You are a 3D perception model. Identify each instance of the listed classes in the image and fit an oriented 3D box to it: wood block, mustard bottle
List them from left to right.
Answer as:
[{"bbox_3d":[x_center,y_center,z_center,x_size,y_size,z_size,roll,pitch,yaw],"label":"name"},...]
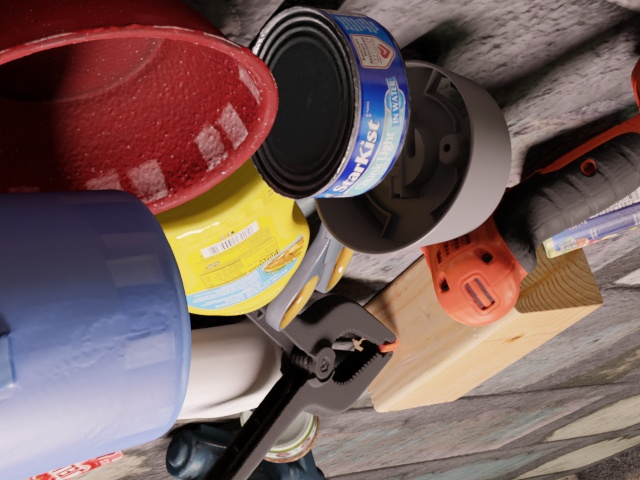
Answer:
[{"bbox_3d":[-0.054,0.000,0.623,0.096,0.058,0.191,-29,159,-6],"label":"mustard bottle"},{"bbox_3d":[0.118,0.059,0.868,0.090,0.090,0.206,-3,154,-32],"label":"wood block"}]

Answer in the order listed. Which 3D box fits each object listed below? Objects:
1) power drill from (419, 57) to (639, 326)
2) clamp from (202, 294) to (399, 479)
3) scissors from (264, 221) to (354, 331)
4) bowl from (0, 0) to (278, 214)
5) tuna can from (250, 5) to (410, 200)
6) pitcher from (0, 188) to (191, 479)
[{"bbox_3d":[0.139,-0.039,0.622,0.188,0.057,0.184,-36,-164,14],"label":"power drill"},{"bbox_3d":[-0.013,0.081,0.795,0.036,0.164,0.209,9,-164,39],"label":"clamp"},{"bbox_3d":[-0.002,0.001,0.680,0.096,0.016,0.202,-48,166,-16],"label":"scissors"},{"bbox_3d":[-0.102,-0.060,0.443,0.162,0.055,0.162,-16,159,-7],"label":"bowl"},{"bbox_3d":[0.001,-0.061,0.483,0.033,0.086,0.086,-4,154,-38],"label":"tuna can"},{"bbox_3d":[-0.171,0.045,0.386,0.242,0.149,0.145,-8,139,-30],"label":"pitcher"}]
